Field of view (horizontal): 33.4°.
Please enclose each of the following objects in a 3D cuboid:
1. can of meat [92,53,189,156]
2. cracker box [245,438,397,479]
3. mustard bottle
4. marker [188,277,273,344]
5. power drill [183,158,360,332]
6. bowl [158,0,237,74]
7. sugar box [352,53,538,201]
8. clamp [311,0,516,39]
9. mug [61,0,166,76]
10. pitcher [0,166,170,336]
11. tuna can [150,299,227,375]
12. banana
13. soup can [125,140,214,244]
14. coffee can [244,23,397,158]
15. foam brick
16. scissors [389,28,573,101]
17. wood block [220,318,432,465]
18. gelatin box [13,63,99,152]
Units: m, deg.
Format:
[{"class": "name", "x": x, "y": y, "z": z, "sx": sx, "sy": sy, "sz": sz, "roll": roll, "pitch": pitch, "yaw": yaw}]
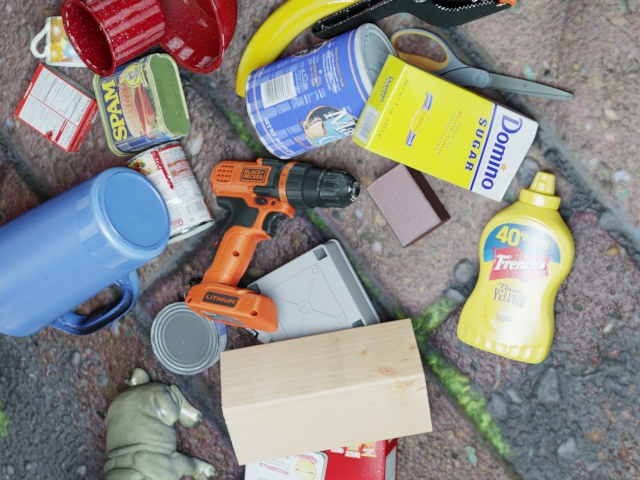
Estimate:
[{"class": "can of meat", "x": -0.202, "y": -0.155, "z": 1.217, "sx": 0.084, "sy": 0.057, "sz": 0.102, "roll": -13, "pitch": 91, "yaw": 31}, {"class": "cracker box", "x": 0.000, "y": 0.297, "z": 1.194, "sx": 0.164, "sy": 0.072, "sz": 0.214, "roll": 4, "pitch": 98, "yaw": 19}, {"class": "mustard bottle", "x": 0.209, "y": 0.023, "z": 1.100, "sx": 0.096, "sy": 0.058, "sz": 0.192, "roll": 17, "pitch": 100, "yaw": 22}, {"class": "marker", "x": -0.103, "y": 0.080, "z": 1.234, "sx": 0.121, "sy": 0.020, "sz": 0.020, "roll": 35, "pitch": 105, "yaw": 13}, {"class": "power drill", "x": -0.058, "y": 0.001, "z": 1.148, "sx": 0.185, "sy": 0.057, "sz": 0.187, "roll": 6, "pitch": 70, "yaw": 33}, {"class": "bowl", "x": -0.141, "y": -0.266, "z": 1.169, "sx": 0.162, "sy": 0.055, "sz": 0.162, "roll": 37, "pitch": 149, "yaw": 27}, {"class": "sugar box", "x": 0.127, "y": -0.109, "z": 1.066, "sx": 0.176, "sy": 0.048, "sz": 0.093, "roll": 18, "pitch": 106, "yaw": -27}, {"class": "clamp", "x": 0.093, "y": -0.257, "z": 1.093, "sx": 0.210, "sy": 0.036, "sz": 0.165, "roll": 12, "pitch": 137, "yaw": -8}, {"class": "mug", "x": -0.227, "y": -0.249, "z": 1.169, "sx": 0.093, "sy": 0.081, "sz": 0.117, "roll": 25, "pitch": 140, "yaw": 41}, {"class": "pitcher", "x": -0.276, "y": 0.017, "z": 1.204, "sx": 0.243, "sy": 0.149, "sz": 0.145, "roll": -25, "pitch": 74, "yaw": 36}, {"class": "tuna can", "x": -0.152, "y": 0.112, "z": 1.247, "sx": 0.086, "sy": 0.033, "sz": 0.086, "roll": 2, "pitch": 96, "yaw": 19}, {"class": "banana", "x": -0.023, "y": -0.230, "z": 1.166, "sx": 0.198, "sy": 0.037, "sz": 0.069, "roll": -27, "pitch": 86, "yaw": 20}, {"class": "soup can", "x": -0.171, "y": -0.054, "z": 1.219, "sx": 0.069, "sy": 0.068, "sz": 0.102, "roll": -25, "pitch": 87, "yaw": 20}, {"class": "coffee can", "x": 0.007, "y": -0.155, "z": 1.119, "sx": 0.140, "sy": 0.102, "sz": 0.103, "roll": -17, "pitch": 90, "yaw": 27}, {"class": "foam brick", "x": 0.093, "y": -0.040, "z": 1.136, "sx": 0.051, "sy": 0.053, "sz": 0.078, "roll": -34, "pitch": 84, "yaw": 19}, {"class": "scissors", "x": 0.154, "y": -0.155, "z": 1.123, "sx": 0.202, "sy": 0.016, "sz": 0.096, "roll": 30, "pitch": 106, "yaw": 14}, {"class": "wood block", "x": 0.005, "y": 0.158, "z": 1.121, "sx": 0.206, "sy": 0.090, "sz": 0.091, "roll": -11, "pitch": 128, "yaw": 2}, {"class": "gelatin box", "x": -0.312, "y": -0.158, "z": 1.278, "sx": 0.089, "sy": 0.030, "sz": 0.073, "roll": 34, "pitch": 104, "yaw": 13}]
